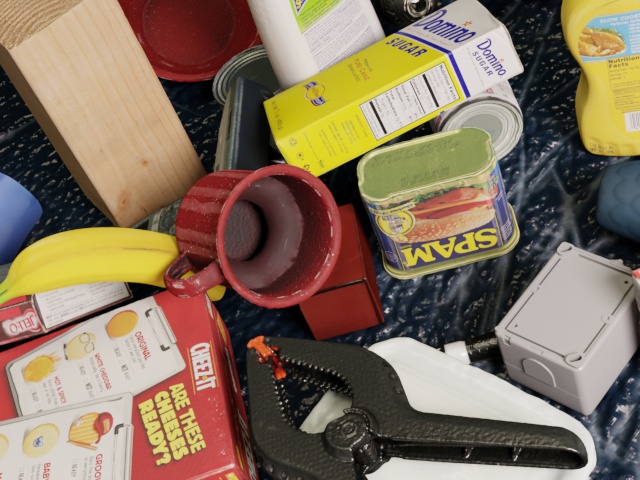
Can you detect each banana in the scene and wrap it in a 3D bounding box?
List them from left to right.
[{"bbox_3d":[-0.134,0.019,0.740,0.070,0.197,0.037,-38,62,40],"label":"banana"}]

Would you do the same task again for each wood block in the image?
[{"bbox_3d":[-0.182,-0.114,0.863,0.090,0.206,0.091,-39,47,-14],"label":"wood block"}]

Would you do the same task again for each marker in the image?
[{"bbox_3d":[0.067,0.082,0.710,0.121,0.020,0.020,-16,45,9],"label":"marker"}]

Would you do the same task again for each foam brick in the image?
[{"bbox_3d":[0.010,0.022,0.765,0.051,0.053,0.078,-16,45,8],"label":"foam brick"}]

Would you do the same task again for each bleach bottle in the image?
[{"bbox_3d":[-0.004,-0.181,0.817,0.068,0.250,0.102,26,63,38],"label":"bleach bottle"}]

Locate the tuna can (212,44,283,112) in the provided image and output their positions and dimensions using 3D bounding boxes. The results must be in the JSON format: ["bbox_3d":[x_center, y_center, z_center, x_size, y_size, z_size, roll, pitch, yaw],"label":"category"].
[{"bbox_3d":[-0.050,-0.135,0.949,0.086,0.033,0.086,-12,46,13],"label":"tuna can"}]

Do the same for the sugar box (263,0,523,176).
[{"bbox_3d":[0.048,-0.111,0.772,0.176,0.048,0.093,-30,27,5],"label":"sugar box"}]

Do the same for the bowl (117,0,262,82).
[{"bbox_3d":[-0.125,-0.218,1.011,0.162,0.055,0.162,1,78,-6],"label":"bowl"}]

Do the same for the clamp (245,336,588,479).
[{"bbox_3d":[0.032,0.111,0.597,0.164,0.036,0.210,-34,45,-9],"label":"clamp"}]

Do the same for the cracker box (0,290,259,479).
[{"bbox_3d":[-0.157,0.138,0.716,0.214,0.072,0.164,-20,45,3],"label":"cracker box"}]

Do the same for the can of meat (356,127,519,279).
[{"bbox_3d":[0.083,-0.028,0.758,0.102,0.084,0.057,-14,46,10],"label":"can of meat"}]

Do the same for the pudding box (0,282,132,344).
[{"bbox_3d":[-0.209,0.048,0.791,0.090,0.039,0.113,-14,6,25],"label":"pudding box"}]

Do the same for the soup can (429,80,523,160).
[{"bbox_3d":[0.113,-0.115,0.838,0.068,0.068,0.102,-19,45,6],"label":"soup can"}]

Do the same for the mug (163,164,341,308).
[{"bbox_3d":[-0.055,0.001,0.714,0.117,0.093,0.082,-39,24,-23],"label":"mug"}]
